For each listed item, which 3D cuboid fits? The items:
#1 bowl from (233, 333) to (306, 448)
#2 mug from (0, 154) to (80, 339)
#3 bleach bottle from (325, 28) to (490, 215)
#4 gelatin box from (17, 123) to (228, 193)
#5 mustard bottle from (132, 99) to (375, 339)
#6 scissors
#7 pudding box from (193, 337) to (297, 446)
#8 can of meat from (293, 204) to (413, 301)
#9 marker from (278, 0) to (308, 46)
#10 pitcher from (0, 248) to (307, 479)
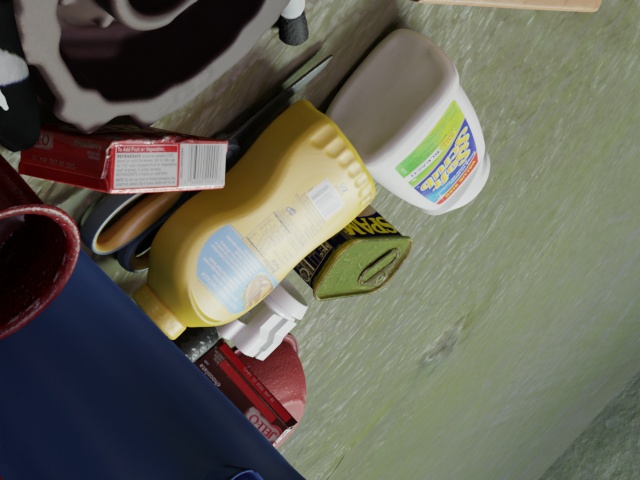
[{"bbox_3d":[-0.066,0.161,0.976,0.162,0.055,0.162,-35,153,-21],"label":"bowl"},{"bbox_3d":[-0.181,0.002,0.531,0.093,0.082,0.117,-27,149,-33],"label":"mug"},{"bbox_3d":[0.090,-0.077,0.849,0.102,0.068,0.250,-48,157,8],"label":"bleach bottle"},{"bbox_3d":[-0.107,-0.046,0.580,0.089,0.073,0.030,-7,106,-52],"label":"gelatin box"},{"bbox_3d":[-0.055,0.001,0.706,0.191,0.058,0.096,-43,142,-5],"label":"mustard bottle"},{"bbox_3d":[-0.070,-0.044,0.709,0.201,0.016,0.096,-35,155,-21],"label":"scissors"},{"bbox_3d":[-0.069,0.131,0.852,0.039,0.090,0.114,-40,175,-19],"label":"pudding box"},{"bbox_3d":[0.007,-0.005,0.803,0.101,0.084,0.057,-4,132,-55],"label":"can of meat"},{"bbox_3d":[-0.019,-0.155,0.614,0.020,0.020,0.121,-37,154,-18],"label":"marker"},{"bbox_3d":[-0.121,0.113,0.599,0.149,0.243,0.144,-48,155,6],"label":"pitcher"}]
